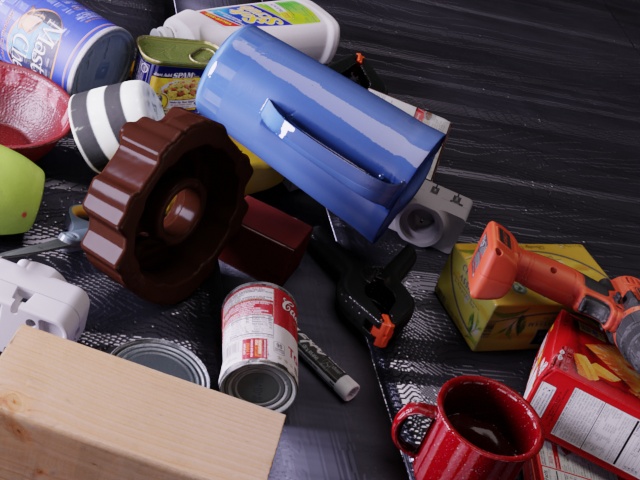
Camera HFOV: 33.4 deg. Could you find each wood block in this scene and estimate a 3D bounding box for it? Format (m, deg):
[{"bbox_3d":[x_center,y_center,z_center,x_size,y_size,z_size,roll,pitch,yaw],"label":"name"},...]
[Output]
[{"bbox_3d":[-0.141,0.151,0.771,0.206,0.090,0.090,19,34,-1],"label":"wood block"}]

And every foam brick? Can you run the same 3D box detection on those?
[{"bbox_3d":[-0.057,0.001,1.053,0.078,0.053,0.051,27,35,7],"label":"foam brick"}]

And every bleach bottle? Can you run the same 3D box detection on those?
[{"bbox_3d":[-0.102,-0.266,1.390,0.250,0.068,0.103,-14,44,-36],"label":"bleach bottle"}]

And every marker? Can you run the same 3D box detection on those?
[{"bbox_3d":[-0.012,0.100,0.970,0.020,0.020,0.121,-19,50,-43],"label":"marker"}]

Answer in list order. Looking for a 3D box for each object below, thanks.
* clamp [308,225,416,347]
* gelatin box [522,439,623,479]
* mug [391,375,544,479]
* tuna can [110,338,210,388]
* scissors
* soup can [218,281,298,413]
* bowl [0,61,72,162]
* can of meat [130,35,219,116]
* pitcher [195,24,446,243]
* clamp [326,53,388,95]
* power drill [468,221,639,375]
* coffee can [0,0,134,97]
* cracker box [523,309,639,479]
[{"bbox_3d":[0.041,0.040,1.064,0.120,0.039,0.171,10,28,-4],"label":"clamp"},{"bbox_3d":[0.219,0.215,0.919,0.089,0.030,0.073,18,34,-9],"label":"gelatin box"},{"bbox_3d":[0.115,0.169,0.883,0.117,0.082,0.093,17,34,-5],"label":"mug"},{"bbox_3d":[-0.135,0.121,0.865,0.086,0.034,0.086,14,35,-10],"label":"tuna can"},{"bbox_3d":[-0.233,-0.008,0.963,0.096,0.016,0.201,31,18,31],"label":"scissors"},{"bbox_3d":[-0.053,0.093,0.915,0.068,0.069,0.102,13,35,-11],"label":"soup can"},{"bbox_3d":[-0.330,-0.118,1.074,0.162,0.055,0.162,14,35,-10],"label":"bowl"},{"bbox_3d":[-0.166,-0.181,1.219,0.101,0.084,0.057,0,39,-27],"label":"can of meat"},{"bbox_3d":[-0.006,-0.113,1.082,0.243,0.149,0.144,34,63,6],"label":"pitcher"},{"bbox_3d":[0.028,-0.179,1.358,0.164,0.036,0.210,14,39,-10],"label":"clamp"},{"bbox_3d":[0.230,0.056,0.975,0.187,0.057,0.184,24,16,-2],"label":"power drill"},{"bbox_3d":[-0.294,-0.221,1.192,0.140,0.103,0.102,32,36,17],"label":"coffee can"},{"bbox_3d":[0.297,0.158,0.972,0.214,0.072,0.164,26,20,10],"label":"cracker box"}]
